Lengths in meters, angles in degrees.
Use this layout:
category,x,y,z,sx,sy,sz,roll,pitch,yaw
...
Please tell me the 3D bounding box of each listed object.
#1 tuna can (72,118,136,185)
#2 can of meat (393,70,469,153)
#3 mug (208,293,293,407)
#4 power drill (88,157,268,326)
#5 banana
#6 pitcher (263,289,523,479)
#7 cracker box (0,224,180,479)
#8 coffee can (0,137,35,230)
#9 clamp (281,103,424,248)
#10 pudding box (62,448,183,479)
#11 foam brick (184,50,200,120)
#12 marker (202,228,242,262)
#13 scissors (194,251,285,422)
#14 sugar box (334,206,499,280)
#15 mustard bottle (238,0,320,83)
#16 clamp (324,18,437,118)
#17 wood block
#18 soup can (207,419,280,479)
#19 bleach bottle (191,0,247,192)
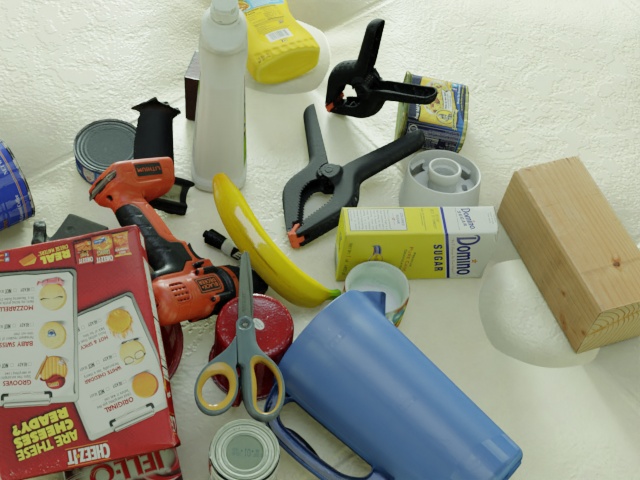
category,x,y,z,sx,sy,sz,roll,pitch,yaw
tuna can,-0.253,-0.104,1.283,0.086,0.034,0.086,3,54,-5
can of meat,0.142,-0.161,1.359,0.084,0.057,0.102,10,54,-2
mug,-0.075,0.118,1.114,0.093,0.081,0.117,19,54,7
power drill,-0.151,-0.001,1.149,0.188,0.057,0.184,56,30,14
banana,-0.059,0.010,1.177,0.198,0.037,0.069,47,22,-6
pitcher,0.071,0.180,1.067,0.243,0.149,0.144,41,29,18
cracker box,-0.232,0.107,1.014,0.164,0.072,0.214,-11,79,-3
coffee can,-0.403,-0.044,1.179,0.140,0.103,0.103,-27,62,-24
clamp,0.007,-0.081,1.289,0.165,0.036,0.209,23,61,28
pudding box,-0.196,0.222,1.050,0.113,0.039,0.090,-11,57,-14
foam brick,-0.139,-0.189,1.333,0.053,0.078,0.051,11,54,4
marker,-0.083,0.020,1.223,0.121,0.020,0.020,29,56,14
scissors,-0.092,0.097,1.065,0.096,0.016,0.202,-13,53,-11
sugar box,0.107,0.004,1.212,0.176,0.093,0.048,1,55,-6
mustard bottle,-0.084,-0.295,1.427,0.096,0.058,0.192,-21,60,-19
clamp,0.056,-0.204,1.314,0.039,0.172,0.120,-41,109,-38
wood block,0.296,0.013,1.231,0.090,0.090,0.206,-13,57,-17
soup can,-0.075,0.224,1.025,0.068,0.102,0.068,3,54,-4
bleach bottle,-0.112,-0.170,1.213,0.068,0.251,0.102,1,54,-7
